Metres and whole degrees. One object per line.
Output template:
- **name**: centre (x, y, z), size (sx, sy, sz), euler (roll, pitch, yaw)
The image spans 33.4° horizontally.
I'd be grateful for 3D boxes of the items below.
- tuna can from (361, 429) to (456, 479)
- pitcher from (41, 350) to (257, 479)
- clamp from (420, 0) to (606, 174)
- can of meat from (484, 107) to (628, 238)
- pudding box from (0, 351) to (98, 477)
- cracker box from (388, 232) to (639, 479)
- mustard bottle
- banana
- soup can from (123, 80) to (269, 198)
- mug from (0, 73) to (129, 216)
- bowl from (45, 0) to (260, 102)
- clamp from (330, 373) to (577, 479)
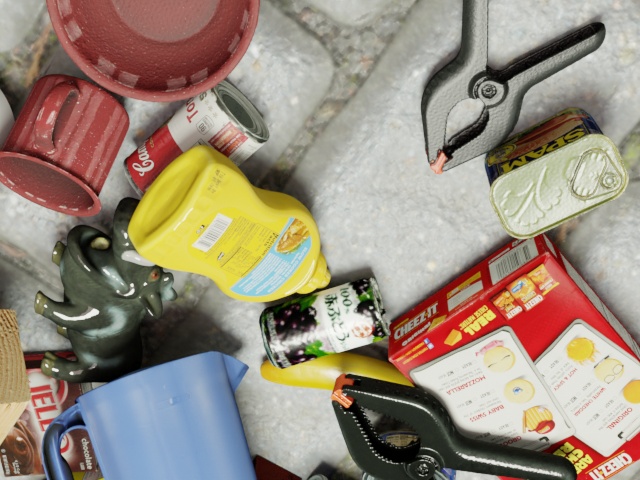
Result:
- **tuna can**: centre (0.081, 0.212, 0.974), size (0.086, 0.033, 0.086), euler (8, 134, 8)
- **pitcher**: centre (-0.120, 0.225, 0.897), size (0.149, 0.144, 0.243), euler (-24, 79, 27)
- **clamp**: centre (0.125, -0.133, 0.835), size (0.120, 0.039, 0.172), euler (36, 111, -10)
- **can of meat**: centre (0.181, -0.056, 0.841), size (0.102, 0.084, 0.057), euler (-26, 109, 14)
- **pudding box**: centre (-0.254, 0.160, 0.984), size (0.090, 0.039, 0.113), euler (-4, 113, 5)
- **cracker box**: centre (0.187, 0.115, 0.922), size (0.164, 0.072, 0.213), euler (-37, 108, 19)
- **mustard bottle**: centre (-0.056, 0.001, 0.860), size (0.096, 0.058, 0.191), euler (-50, 136, 10)
- **banana**: centre (0.045, 0.137, 0.957), size (0.197, 0.037, 0.070), euler (26, 112, -8)
- **soup can**: centre (-0.099, -0.073, 0.859), size (0.102, 0.068, 0.068), euler (-40, 106, 17)
- **mug**: centre (-0.201, -0.081, 0.830), size (0.093, 0.081, 0.117), euler (18, 157, 4)
- **bowl**: centre (-0.124, -0.190, 0.816), size (0.162, 0.055, 0.162), euler (1, 113, 3)
- **clamp**: centre (0.088, 0.194, 0.912), size (0.210, 0.036, 0.165), euler (33, 115, -6)
